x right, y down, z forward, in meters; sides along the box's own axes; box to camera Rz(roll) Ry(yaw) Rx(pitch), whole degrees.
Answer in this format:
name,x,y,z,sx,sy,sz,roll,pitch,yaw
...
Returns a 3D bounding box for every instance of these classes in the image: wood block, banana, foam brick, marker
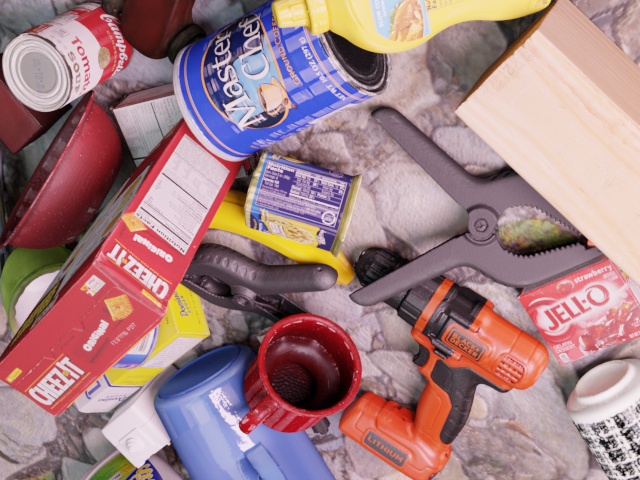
name,x,y,z,sx,sy,sz,roll,pitch,yaw
wood block,0.209,-0.065,0.771,0.206,0.090,0.090,43,126,-3
banana,-0.062,-0.011,0.959,0.198,0.037,0.069,15,144,18
foam brick,-0.280,-0.129,0.979,0.051,0.053,0.078,-35,100,35
marker,-0.024,0.138,1.031,0.020,0.020,0.121,-20,107,31

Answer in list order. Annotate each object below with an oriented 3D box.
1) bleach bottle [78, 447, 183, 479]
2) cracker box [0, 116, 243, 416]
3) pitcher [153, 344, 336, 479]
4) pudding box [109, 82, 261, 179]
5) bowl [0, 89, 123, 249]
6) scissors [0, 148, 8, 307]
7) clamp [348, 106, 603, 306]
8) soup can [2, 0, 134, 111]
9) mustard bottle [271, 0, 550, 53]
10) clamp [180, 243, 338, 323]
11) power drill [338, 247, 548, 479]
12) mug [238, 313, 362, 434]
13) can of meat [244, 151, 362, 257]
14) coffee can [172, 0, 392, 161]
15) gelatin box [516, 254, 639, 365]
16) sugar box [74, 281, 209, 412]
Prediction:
name,x,y,z,sx,sy,sz,roll,pitch,yaw
bleach bottle,-0.160,0.263,1.040,0.251,0.102,0.068,3,125,61
cracker box,-0.155,0.016,0.857,0.072,0.213,0.164,38,126,-14
pitcher,-0.055,0.227,1.025,0.149,0.144,0.243,-21,104,31
pudding box,-0.117,-0.093,0.935,0.114,0.039,0.090,-9,113,26
bowl,-0.221,-0.051,0.944,0.055,0.162,0.162,31,128,-18
scissors,-0.318,0.006,1.058,0.016,0.096,0.202,-2,119,-14
clamp,0.125,-0.024,0.854,0.210,0.036,0.164,2,99,15
soup can,-0.212,-0.157,0.902,0.069,0.102,0.068,11,120,19
mustard bottle,0.059,-0.182,0.736,0.191,0.058,0.096,-18,111,-6
clamp,-0.057,0.037,0.956,0.171,0.039,0.120,20,141,4
power drill,0.084,0.113,0.946,0.184,0.057,0.188,33,127,12
mug,-0.028,0.129,0.937,0.093,0.117,0.082,44,150,4
can of meat,-0.016,-0.030,0.878,0.084,0.057,0.102,16,168,0
coffee can,-0.030,-0.134,0.833,0.141,0.102,0.103,-22,106,32
gelatin box,0.217,0.054,0.870,0.089,0.030,0.073,-26,104,33
sugar box,-0.186,0.091,1.038,0.176,0.048,0.093,-37,60,32
